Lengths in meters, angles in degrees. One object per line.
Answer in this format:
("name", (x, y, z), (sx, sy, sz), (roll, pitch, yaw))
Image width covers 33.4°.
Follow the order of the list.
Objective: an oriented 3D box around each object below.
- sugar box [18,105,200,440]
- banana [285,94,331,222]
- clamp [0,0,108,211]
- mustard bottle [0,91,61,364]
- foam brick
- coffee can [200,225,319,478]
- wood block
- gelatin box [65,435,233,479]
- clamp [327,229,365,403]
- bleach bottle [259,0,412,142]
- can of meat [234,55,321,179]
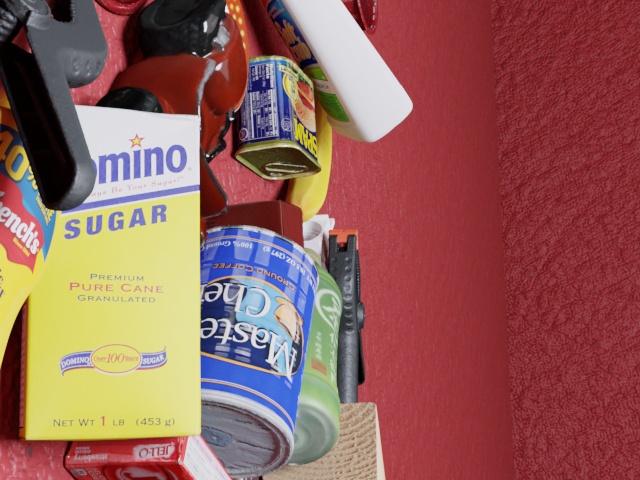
("sugar box", (-0.113, 0.018, 0.575), (0.048, 0.093, 0.176), (157, -67, -69))
("banana", (-0.013, -0.079, 1.039), (0.069, 0.037, 0.197), (69, 20, -48))
("clamp", (-0.144, -0.095, 0.505), (0.164, 0.036, 0.210), (46, 18, -6))
("mustard bottle", (-0.161, -0.006, 0.482), (0.191, 0.058, 0.096), (-79, 153, -44))
("foam brick", (-0.055, 0.001, 0.808), (0.051, 0.078, 0.053), (18, 68, -71))
("coffee can", (-0.060, 0.075, 0.727), (0.103, 0.103, 0.140), (68, 24, -46))
("wood block", (0.011, 0.234, 0.886), (0.091, 0.090, 0.206), (-90, 174, -46))
("gelatin box", (-0.098, 0.140, 0.632), (0.089, 0.073, 0.030), (66, 25, -49))
("clamp", (0.023, 0.078, 0.987), (0.120, 0.039, 0.171), (-89, 174, -73))
("bleach bottle", (-0.014, -0.205, 0.959), (0.250, 0.068, 0.103), (54, -8, -28))
("can of meat", (-0.038, -0.106, 0.935), (0.102, 0.057, 0.084), (33, 52, -71))
